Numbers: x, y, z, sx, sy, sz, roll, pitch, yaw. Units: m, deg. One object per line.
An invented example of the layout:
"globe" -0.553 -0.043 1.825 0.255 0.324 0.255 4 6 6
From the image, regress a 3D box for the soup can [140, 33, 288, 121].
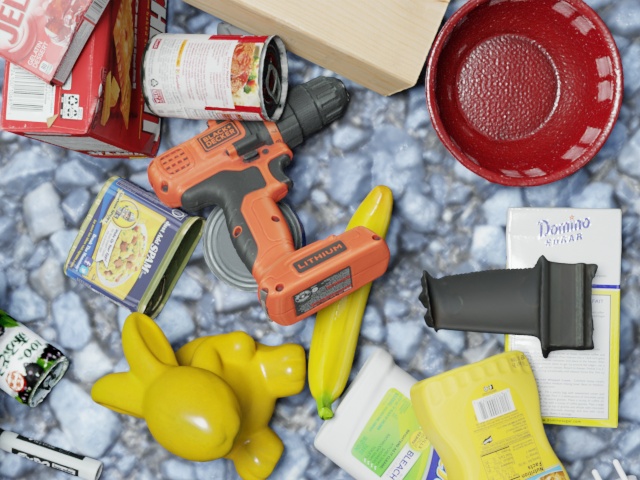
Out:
"soup can" -0.084 -0.130 0.851 0.102 0.068 0.068 4 90 16

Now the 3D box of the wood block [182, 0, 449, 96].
"wood block" -0.011 -0.202 0.850 0.206 0.090 0.091 23 86 -11

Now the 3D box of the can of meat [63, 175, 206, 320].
"can of meat" -0.160 0.006 0.913 0.084 0.057 0.102 29 93 8

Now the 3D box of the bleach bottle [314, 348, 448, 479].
"bleach bottle" 0.122 0.200 0.876 0.251 0.068 0.102 34 89 3

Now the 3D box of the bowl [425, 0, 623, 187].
"bowl" 0.159 -0.125 0.867 0.162 0.055 0.162 -1 96 -6

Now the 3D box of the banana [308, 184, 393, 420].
"banana" 0.024 0.052 0.886 0.037 0.070 0.198 17 79 -21

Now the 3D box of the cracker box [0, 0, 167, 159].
"cracker box" -0.176 -0.154 0.838 0.072 0.213 0.164 4 90 5

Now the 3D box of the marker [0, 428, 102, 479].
"marker" -0.251 0.185 0.940 0.121 0.020 0.020 17 91 7

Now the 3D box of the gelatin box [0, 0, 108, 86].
"gelatin box" -0.188 -0.158 0.715 0.073 0.030 0.089 30 92 5

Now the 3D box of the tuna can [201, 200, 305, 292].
"tuna can" -0.056 0.001 0.912 0.086 0.033 0.086 0 89 7

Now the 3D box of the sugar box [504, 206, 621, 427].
"sugar box" 0.197 0.061 0.876 0.093 0.048 0.176 2 87 10

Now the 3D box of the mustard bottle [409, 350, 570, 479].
"mustard bottle" 0.143 0.187 0.818 0.096 0.058 0.191 -15 80 -21

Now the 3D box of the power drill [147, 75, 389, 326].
"power drill" -0.024 -0.037 0.857 0.184 0.057 0.188 -30 59 -9
